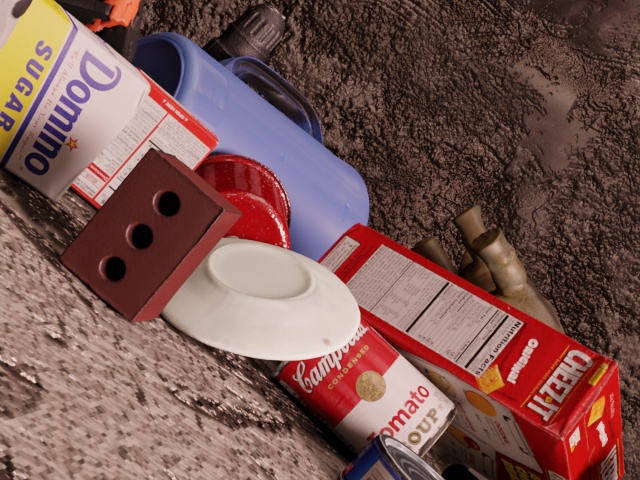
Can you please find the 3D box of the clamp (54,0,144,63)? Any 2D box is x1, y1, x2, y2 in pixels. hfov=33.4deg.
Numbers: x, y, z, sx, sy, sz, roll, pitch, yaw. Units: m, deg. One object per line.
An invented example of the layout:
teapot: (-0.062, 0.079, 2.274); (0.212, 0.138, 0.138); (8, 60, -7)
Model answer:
clamp: (-0.179, -0.129, 0.707); (0.210, 0.036, 0.164); (1, -29, 40)

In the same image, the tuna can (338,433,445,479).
tuna can: (0.053, 0.149, 0.600); (0.086, 0.034, 0.086); (42, 5, -4)

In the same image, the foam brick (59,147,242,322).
foam brick: (-0.088, -0.002, 0.563); (0.053, 0.078, 0.051); (40, 5, 5)

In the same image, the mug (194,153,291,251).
mug: (-0.055, 0.001, 0.747); (0.117, 0.093, 0.081); (39, 10, -15)

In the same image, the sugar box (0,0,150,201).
sugar box: (-0.188, -0.106, 0.595); (0.176, 0.093, 0.048); (38, 7, -35)

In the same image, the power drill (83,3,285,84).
power drill: (-0.132, -0.155, 0.883); (0.057, 0.184, 0.187); (49, 9, 34)

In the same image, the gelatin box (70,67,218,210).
gelatin box: (-0.124, -0.058, 0.710); (0.073, 0.089, 0.030); (41, 4, -16)

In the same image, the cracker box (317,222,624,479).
cracker box: (0.103, 0.094, 0.745); (0.214, 0.072, 0.164); (29, -22, 33)

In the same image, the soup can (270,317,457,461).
soup can: (0.028, 0.096, 0.678); (0.102, 0.068, 0.068); (43, 5, 5)

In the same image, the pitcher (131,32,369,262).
pitcher: (-0.072, -0.071, 0.869); (0.242, 0.145, 0.149); (39, 9, -49)
